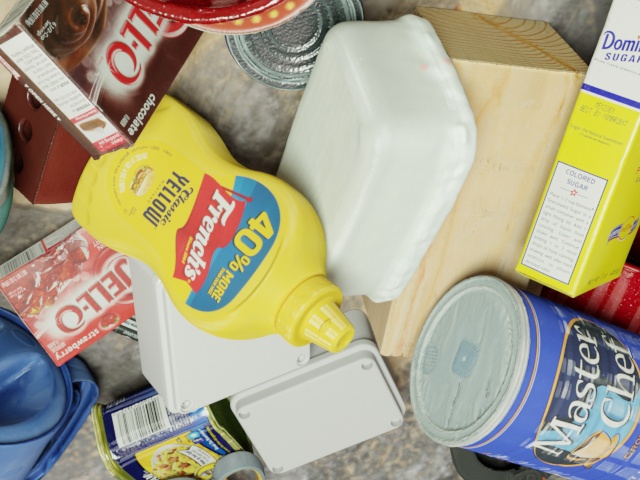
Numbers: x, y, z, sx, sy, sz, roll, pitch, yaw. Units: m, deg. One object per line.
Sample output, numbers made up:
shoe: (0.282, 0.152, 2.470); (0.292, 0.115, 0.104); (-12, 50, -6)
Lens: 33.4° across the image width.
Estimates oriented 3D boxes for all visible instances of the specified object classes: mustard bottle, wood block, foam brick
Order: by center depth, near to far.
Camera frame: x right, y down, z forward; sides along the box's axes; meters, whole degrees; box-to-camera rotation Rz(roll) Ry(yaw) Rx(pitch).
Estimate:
mustard bottle: (-0.054, 0.001, 0.611); (0.096, 0.192, 0.058); (-53, 153, 3)
foam brick: (-0.157, -0.068, 0.642); (0.051, 0.053, 0.078); (-12, 133, -50)
wood block: (0.091, -0.032, 0.685); (0.090, 0.091, 0.206); (4, 120, -11)

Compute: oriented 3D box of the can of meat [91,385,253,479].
can of meat: (-0.104, 0.141, 0.773); (0.084, 0.057, 0.102); (-23, 144, 4)

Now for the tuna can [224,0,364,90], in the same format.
tuna can: (-0.017, -0.134, 0.642); (0.086, 0.034, 0.086); (-3, 122, -5)

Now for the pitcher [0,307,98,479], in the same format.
pitcher: (-0.270, 0.166, 0.748); (0.149, 0.145, 0.243); (29, 118, -9)

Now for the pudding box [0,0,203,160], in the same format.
pudding box: (-0.122, -0.115, 0.596); (0.039, 0.113, 0.090); (-15, 128, 40)

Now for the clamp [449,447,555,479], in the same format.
clamp: (0.163, 0.160, 0.780); (0.120, 0.039, 0.171); (-40, 116, 16)

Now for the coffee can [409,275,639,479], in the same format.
coffee can: (0.141, 0.090, 0.654); (0.140, 0.103, 0.103); (20, 117, -26)

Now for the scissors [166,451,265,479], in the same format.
scissors: (-0.090, 0.222, 0.821); (0.096, 0.016, 0.202); (-5, 140, -20)

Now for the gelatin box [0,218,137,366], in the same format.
gelatin box: (-0.158, 0.028, 0.708); (0.089, 0.030, 0.073); (-34, 115, -8)
